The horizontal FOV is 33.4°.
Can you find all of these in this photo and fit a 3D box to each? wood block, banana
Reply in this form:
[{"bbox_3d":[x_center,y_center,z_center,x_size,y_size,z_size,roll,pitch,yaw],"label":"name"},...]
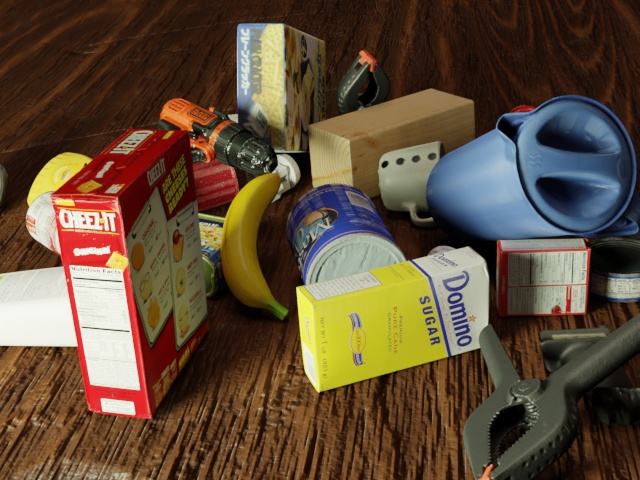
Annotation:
[{"bbox_3d":[0.096,-0.125,1.394,0.205,0.090,0.091,-21,30,-30],"label":"wood block"},{"bbox_3d":[-0.073,-0.001,1.130,0.069,0.037,0.198,20,47,-27],"label":"banana"}]

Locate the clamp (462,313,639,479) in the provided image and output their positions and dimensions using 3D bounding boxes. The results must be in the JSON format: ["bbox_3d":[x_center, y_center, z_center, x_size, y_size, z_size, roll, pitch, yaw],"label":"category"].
[{"bbox_3d":[0.165,0.129,0.869,0.165,0.036,0.209,-5,33,45],"label":"clamp"}]

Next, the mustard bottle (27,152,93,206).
[{"bbox_3d":[-0.265,-0.056,1.330,0.192,0.058,0.096,11,52,27],"label":"mustard bottle"}]

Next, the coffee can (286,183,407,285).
[{"bbox_3d":[0.025,0.013,1.093,0.102,0.103,0.140,-8,25,-8],"label":"coffee can"}]

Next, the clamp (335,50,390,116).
[{"bbox_3d":[0.061,-0.176,1.438,0.120,0.172,0.039,-15,49,-36],"label":"clamp"}]

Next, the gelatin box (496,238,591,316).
[{"bbox_3d":[0.219,0.036,1.049,0.089,0.073,0.030,-2,25,4],"label":"gelatin box"}]

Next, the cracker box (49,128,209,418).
[{"bbox_3d":[-0.166,0.026,0.965,0.072,0.214,0.164,3,26,14],"label":"cracker box"}]

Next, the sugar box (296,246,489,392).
[{"bbox_3d":[0.069,0.071,0.976,0.176,0.093,0.048,-12,27,-16],"label":"sugar box"}]

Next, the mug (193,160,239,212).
[{"bbox_3d":[-0.160,-0.086,1.338,0.081,0.093,0.117,-18,59,-18],"label":"mug"}]

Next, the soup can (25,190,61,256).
[{"bbox_3d":[-0.291,-0.014,1.243,0.068,0.068,0.102,-22,30,-33],"label":"soup can"}]

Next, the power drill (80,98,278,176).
[{"bbox_3d":[-0.167,-0.085,1.240,0.185,0.057,0.187,28,51,36],"label":"power drill"}]

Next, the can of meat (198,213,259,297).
[{"bbox_3d":[-0.132,0.016,1.169,0.102,0.057,0.083,11,30,28],"label":"can of meat"}]

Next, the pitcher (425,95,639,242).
[{"bbox_3d":[0.214,-0.055,1.114,0.144,0.149,0.243,-17,0,-19],"label":"pitcher"}]

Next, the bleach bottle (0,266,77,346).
[{"bbox_3d":[-0.315,0.066,1.085,0.251,0.068,0.102,-2,25,9],"label":"bleach bottle"}]
